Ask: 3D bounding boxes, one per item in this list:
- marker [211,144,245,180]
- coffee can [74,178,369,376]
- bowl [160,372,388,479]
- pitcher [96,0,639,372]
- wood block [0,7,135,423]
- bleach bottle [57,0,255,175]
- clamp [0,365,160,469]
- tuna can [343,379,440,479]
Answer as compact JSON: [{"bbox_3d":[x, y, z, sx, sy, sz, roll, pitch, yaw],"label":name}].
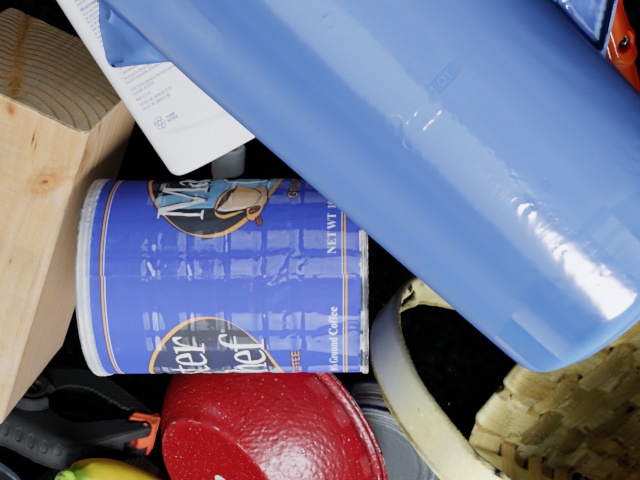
[{"bbox_3d":[-0.054,0.001,0.616,0.020,0.020,0.121,9,120,10],"label":"marker"},{"bbox_3d":[-0.046,0.018,0.554,0.140,0.103,0.103,-1,118,2],"label":"coffee can"},{"bbox_3d":[-0.041,0.128,0.626,0.162,0.055,0.162,23,131,28],"label":"bowl"},{"bbox_3d":[0.044,-0.073,0.423,0.243,0.144,0.149,44,149,-1],"label":"pitcher"},{"bbox_3d":[-0.179,-0.010,0.603,0.090,0.090,0.206,25,121,1],"label":"wood block"},{"bbox_3d":[-0.097,-0.161,0.517,0.103,0.068,0.251,-26,105,21],"label":"bleach bottle"},{"bbox_3d":[-0.189,0.108,0.657,0.171,0.120,0.039,16,127,2],"label":"clamp"},{"bbox_3d":[0.034,0.128,0.651,0.086,0.033,0.086,7,119,12],"label":"tuna can"}]
